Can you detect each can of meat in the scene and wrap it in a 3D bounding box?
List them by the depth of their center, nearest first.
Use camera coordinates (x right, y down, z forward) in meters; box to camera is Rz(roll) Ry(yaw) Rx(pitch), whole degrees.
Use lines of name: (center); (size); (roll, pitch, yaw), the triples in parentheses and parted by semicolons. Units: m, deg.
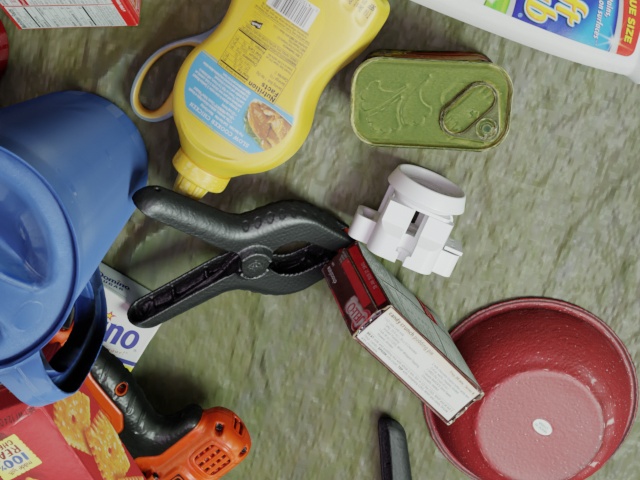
can of meat: (0.072, -0.096, 0.709); (0.102, 0.084, 0.057); (3, 106, 4)

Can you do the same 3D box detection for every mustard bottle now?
mustard bottle: (-0.044, -0.103, 0.711); (0.096, 0.058, 0.192); (37, 106, 6)

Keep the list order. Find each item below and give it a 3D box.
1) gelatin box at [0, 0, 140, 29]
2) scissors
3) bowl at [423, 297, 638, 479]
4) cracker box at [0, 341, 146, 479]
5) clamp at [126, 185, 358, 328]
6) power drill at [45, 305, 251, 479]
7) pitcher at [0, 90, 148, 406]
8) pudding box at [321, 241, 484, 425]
gelatin box: (-0.172, -0.170, 0.711); (0.089, 0.073, 0.030); (0, 77, 5)
scissors: (-0.045, -0.139, 0.742); (0.202, 0.016, 0.096); (-37, 102, 13)
bowl: (0.157, 0.126, 0.784); (0.162, 0.055, 0.162); (1, 107, 4)
cracker box: (-0.203, 0.190, 0.722); (0.164, 0.072, 0.213); (-19, 116, 12)
clamp: (-0.055, 0.001, 0.739); (0.171, 0.039, 0.120); (-13, 140, -14)
power drill: (-0.172, 0.142, 0.770); (0.184, 0.057, 0.187); (-39, 112, 11)
pitcher: (-0.181, -0.014, 0.670); (0.145, 0.242, 0.149); (22, 107, -2)
pudding box: (0.056, 0.063, 0.740); (0.039, 0.090, 0.113); (-42, 119, 11)
